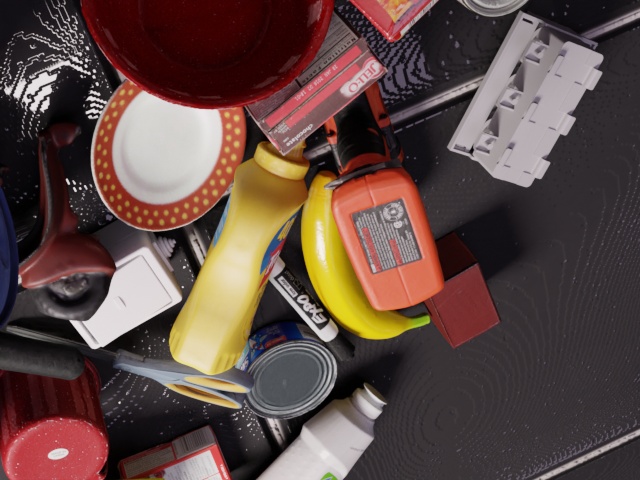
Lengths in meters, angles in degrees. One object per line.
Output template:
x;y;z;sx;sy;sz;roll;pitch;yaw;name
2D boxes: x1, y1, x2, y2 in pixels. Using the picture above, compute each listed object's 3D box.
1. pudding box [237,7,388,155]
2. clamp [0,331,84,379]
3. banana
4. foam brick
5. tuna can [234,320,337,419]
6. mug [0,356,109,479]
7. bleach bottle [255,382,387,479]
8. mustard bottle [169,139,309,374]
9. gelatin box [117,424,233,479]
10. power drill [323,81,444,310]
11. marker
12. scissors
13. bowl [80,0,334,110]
-0.016;-0.121;0.731;0.090;0.113;0.039;-38;131;5;pudding box
-0.246;0.075;0.756;0.120;0.039;0.171;-11;158;5;clamp
0.024;0.027;0.897;0.069;0.037;0.197;-45;130;-12;banana
0.116;0.044;0.932;0.051;0.053;0.078;-29;128;-2;foam brick
-0.031;0.112;0.929;0.086;0.034;0.086;-11;125;-16;tuna can
-0.209;0.153;0.853;0.093;0.081;0.117;-32;128;0;mug
-0.028;0.234;0.986;0.251;0.068;0.102;-50;158;6;bleach bottle
-0.055;0.001;0.807;0.058;0.096;0.192;24;108;2;mustard bottle
-0.128;0.213;0.958;0.089;0.030;0.073;-21;128;-8;gelatin box
0.040;-0.035;0.767;0.057;0.187;0.184;-21;124;6;power drill
-0.010;0.057;0.891;0.020;0.020;0.121;-38;112;4;marker
-0.138;0.095;0.842;0.201;0.016;0.096;25;153;-28;scissors
-0.074;-0.160;0.693;0.162;0.055;0.162;1;86;-9;bowl
